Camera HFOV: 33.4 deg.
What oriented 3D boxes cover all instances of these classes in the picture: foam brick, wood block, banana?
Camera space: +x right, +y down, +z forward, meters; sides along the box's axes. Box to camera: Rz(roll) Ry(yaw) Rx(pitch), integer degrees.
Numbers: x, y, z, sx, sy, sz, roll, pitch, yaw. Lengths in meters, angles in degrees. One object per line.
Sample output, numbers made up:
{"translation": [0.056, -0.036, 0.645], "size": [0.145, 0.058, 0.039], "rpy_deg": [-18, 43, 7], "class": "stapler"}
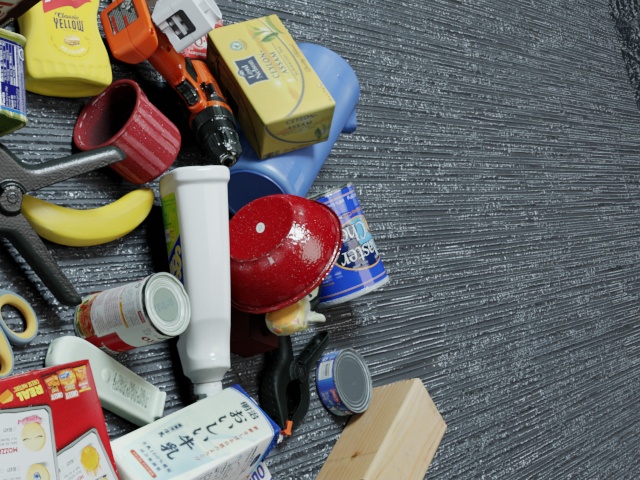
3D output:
{"translation": [-0.085, 0.092, 1.269], "size": [0.052, 0.051, 0.078], "rpy_deg": [28, 53, -47], "class": "foam brick"}
{"translation": [0.078, 0.280, 1.382], "size": [0.090, 0.091, 0.205], "rpy_deg": [60, 36, -16], "class": "wood block"}
{"translation": [-0.241, -0.028, 1.109], "size": [0.197, 0.037, 0.069], "rpy_deg": [3, 82, -53], "class": "banana"}

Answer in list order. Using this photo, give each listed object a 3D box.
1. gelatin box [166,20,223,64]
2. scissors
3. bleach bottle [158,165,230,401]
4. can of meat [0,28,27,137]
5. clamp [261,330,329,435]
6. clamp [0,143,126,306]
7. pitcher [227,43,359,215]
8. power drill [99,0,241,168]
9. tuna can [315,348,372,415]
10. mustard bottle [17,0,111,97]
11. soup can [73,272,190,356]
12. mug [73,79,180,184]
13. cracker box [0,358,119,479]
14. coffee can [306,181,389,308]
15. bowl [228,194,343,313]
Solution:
{"translation": [-0.156, -0.257, 1.352], "size": [0.089, 0.030, 0.073], "rpy_deg": [-2, 77, -55], "class": "gelatin box"}
{"translation": [-0.323, 0.031, 0.988], "size": [0.096, 0.016, 0.202], "rpy_deg": [-29, 99, -58], "class": "scissors"}
{"translation": [-0.130, 0.049, 1.168], "size": [0.068, 0.103, 0.251], "rpy_deg": [-4, 86, -22], "class": "bleach bottle"}
{"translation": [-0.320, -0.140, 0.997], "size": [0.057, 0.102, 0.084], "rpy_deg": [11, 68, -53], "class": "can of meat"}
{"translation": [-0.032, 0.163, 1.326], "size": [0.120, 0.039, 0.171], "rpy_deg": [26, 61, -42], "class": "clamp"}
{"translation": [-0.289, -0.048, 1.011], "size": [0.209, 0.036, 0.164], "rpy_deg": [28, 77, -31], "class": "clamp"}
{"translation": [-0.052, -0.140, 1.370], "size": [0.145, 0.149, 0.242], "rpy_deg": [85, 21, -45], "class": "pitcher"}
{"translation": [-0.165, -0.182, 1.212], "size": [0.187, 0.057, 0.184], "rpy_deg": [48, 10, -46], "class": "power drill"}
{"translation": [0.031, 0.188, 1.408], "size": [0.086, 0.034, 0.086], "rpy_deg": [29, 52, -46], "class": "tuna can"}
{"translation": [-0.282, -0.251, 1.139], "size": [0.096, 0.058, 0.191], "rpy_deg": [-1, 74, -36], "class": "mustard bottle"}
{"translation": [-0.190, 0.075, 1.080], "size": [0.068, 0.102, 0.068], "rpy_deg": [29, 52, -46], "class": "soup can"}
{"translation": [-0.207, -0.123, 1.167], "size": [0.081, 0.093, 0.117], "rpy_deg": [43, 33, -43], "class": "mug"}
{"translation": [-0.259, 0.226, 0.940], "size": [0.163, 0.072, 0.214], "rpy_deg": [-10, 84, -55], "class": "cracker box"}
{"translation": [0.019, 0.006, 1.415], "size": [0.102, 0.103, 0.140], "rpy_deg": [-28, 98, -56], "class": "coffee can"}
{"translation": [-0.058, 0.001, 1.208], "size": [0.055, 0.162, 0.162], "rpy_deg": [54, 36, -43], "class": "bowl"}
